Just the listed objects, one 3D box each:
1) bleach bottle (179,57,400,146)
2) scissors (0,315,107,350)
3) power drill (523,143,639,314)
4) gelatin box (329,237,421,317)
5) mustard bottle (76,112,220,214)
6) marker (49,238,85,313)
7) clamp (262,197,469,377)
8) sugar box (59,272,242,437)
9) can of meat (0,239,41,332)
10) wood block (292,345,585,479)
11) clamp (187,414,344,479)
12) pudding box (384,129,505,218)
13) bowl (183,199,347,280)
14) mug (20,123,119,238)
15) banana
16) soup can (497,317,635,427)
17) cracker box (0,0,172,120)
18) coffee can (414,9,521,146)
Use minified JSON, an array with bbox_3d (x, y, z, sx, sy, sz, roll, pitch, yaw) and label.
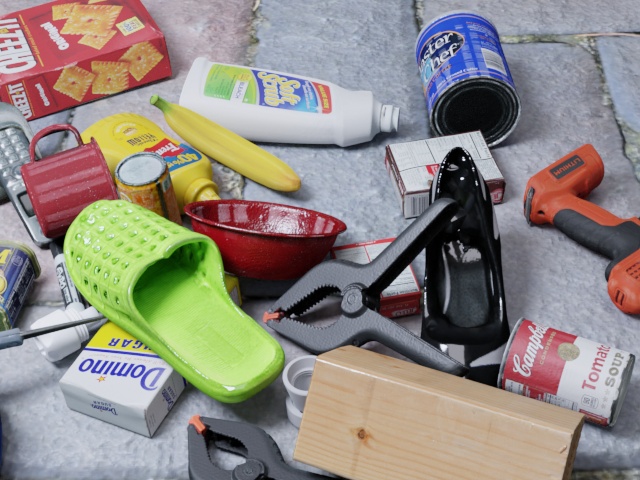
[{"bbox_3d":[-0.032,-0.157,1.249,0.251,0.068,0.102,6,45,8],"label":"bleach bottle"},{"bbox_3d":[-0.292,0.097,0.960,0.201,0.096,0.016,-6,67,-42],"label":"scissors"},{"bbox_3d":[0.314,-0.024,1.075,0.184,0.057,0.188,-29,48,-24],"label":"power drill"},{"bbox_3d":[0.054,0.039,1.051,0.073,0.030,0.089,-9,42,-7],"label":"gelatin box"},{"bbox_3d":[-0.176,-0.076,1.174,0.192,0.058,0.096,32,41,32],"label":"mustard bottle"},{"bbox_3d":[-0.258,0.040,1.085,0.020,0.020,0.121,-16,44,-12],"label":"marker"},{"bbox_3d":[0.042,0.047,0.975,0.210,0.036,0.164,-6,69,32],"label":"clamp"},{"bbox_3d":[-0.155,0.093,0.999,0.093,0.048,0.176,14,45,20],"label":"sugar box"},{"bbox_3d":[-0.341,0.047,1.058,0.102,0.057,0.084,3,46,9],"label":"can of meat"},{"bbox_3d":[0.095,0.157,0.852,0.206,0.091,0.090,15,5,19],"label":"wood block"},{"bbox_3d":[-0.059,0.208,0.873,0.172,0.039,0.120,25,45,33],"label":"clamp"},{"bbox_3d":[0.134,-0.073,1.160,0.113,0.039,0.090,-8,42,-6],"label":"pudding box"},{"bbox_3d":[-0.057,0.001,1.054,0.162,0.055,0.162,7,11,-2],"label":"bowl"},{"bbox_3d":[-0.261,-0.062,1.099,0.081,0.117,0.093,-20,23,-15],"label":"mug"},{"bbox_3d":[-0.102,-0.101,1.191,0.198,0.037,0.069,29,9,11],"label":"banana"},{"bbox_3d":[0.214,0.115,0.928,0.102,0.068,0.068,18,47,21],"label":"soup can"},{"bbox_3d":[-0.317,-0.245,1.360,0.213,0.072,0.164,-19,44,-14],"label":"cracker box"},{"bbox_3d":[0.168,-0.186,1.231,0.103,0.103,0.140,-5,43,0],"label":"coffee can"}]
